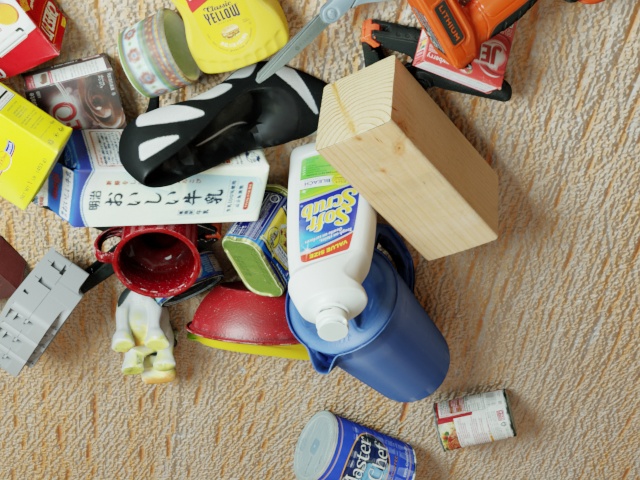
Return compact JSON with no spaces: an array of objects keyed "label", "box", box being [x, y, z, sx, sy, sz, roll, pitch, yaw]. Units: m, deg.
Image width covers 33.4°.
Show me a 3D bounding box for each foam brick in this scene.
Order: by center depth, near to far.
[{"label":"foam brick","box":[-0.396,0.040,1.256,0.078,0.051,0.053,-22,130,18]}]

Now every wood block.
[{"label":"wood block","box":[0.094,-0.078,1.093,0.090,0.090,0.205,-19,136,32]}]

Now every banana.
[{"label":"banana","box":[-0.069,0.125,1.350,0.197,0.070,0.037,9,92,-7]}]

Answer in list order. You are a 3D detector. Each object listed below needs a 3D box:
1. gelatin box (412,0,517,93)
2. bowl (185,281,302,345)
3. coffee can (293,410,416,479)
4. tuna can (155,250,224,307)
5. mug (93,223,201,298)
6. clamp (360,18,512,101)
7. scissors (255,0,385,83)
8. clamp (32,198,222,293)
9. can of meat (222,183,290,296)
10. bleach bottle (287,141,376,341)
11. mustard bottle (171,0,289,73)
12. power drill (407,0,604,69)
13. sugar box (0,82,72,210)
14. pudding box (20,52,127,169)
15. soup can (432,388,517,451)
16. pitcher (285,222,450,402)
[{"label":"gelatin box","box":[0.141,-0.192,1.037,0.089,0.073,0.030,17,172,-17]},{"label":"bowl","box":[-0.078,0.082,1.265,0.162,0.162,0.055,4,95,-6]},{"label":"coffee can","box":[0.048,0.308,1.488,0.140,0.103,0.103,25,128,-23]},{"label":"tuna can","box":[-0.156,0.045,1.246,0.086,0.034,0.086,-26,172,-4]},{"label":"mug","box":[-0.187,0.003,1.159,0.117,0.081,0.093,-5,126,0]},{"label":"clamp","box":[0.111,-0.168,1.082,0.120,0.039,0.171,-28,132,23]},{"label":"scissors","box":[0.008,-0.234,0.999,0.202,0.016,0.096,-28,120,3]},{"label":"clamp","box":[-0.218,0.003,1.236,0.210,0.036,0.164,0,134,-1]},{"label":"can of meat","box":[-0.058,0.002,1.196,0.058,0.083,0.102,6,141,33]},{"label":"bleach bottle","box":[0.017,-0.001,1.091,0.102,0.251,0.068,-6,134,3]},{"label":"mustard bottle","box":[-0.104,-0.249,0.985,0.096,0.058,0.191,-16,131,11]},{"label":"power drill","box":[0.165,-0.256,0.954,0.187,0.057,0.184,-33,120,3]},{"label":"sugar box","box":[-0.328,-0.113,0.994,0.176,0.048,0.093,32,129,-11]},{"label":"pudding box","box":[-0.248,-0.129,1.094,0.090,0.039,0.113,-17,134,-11]},{"label":"soup can","box":[0.210,0.245,1.457,0.102,0.068,0.068,-14,132,11]},{"label":"pitcher","box":[0.071,0.097,1.253,0.149,0.145,0.242,-33,147,8]}]
